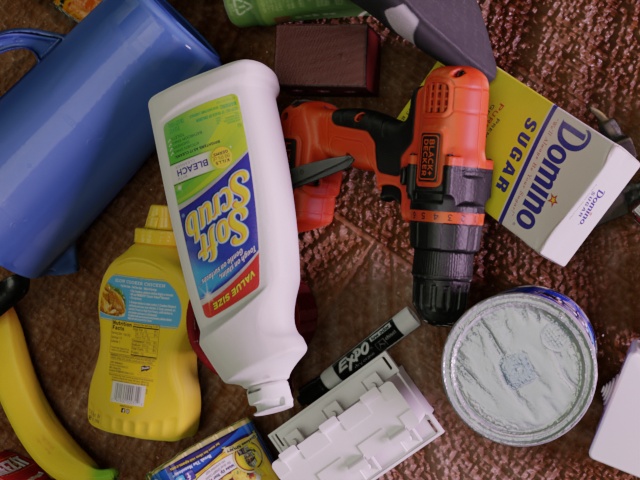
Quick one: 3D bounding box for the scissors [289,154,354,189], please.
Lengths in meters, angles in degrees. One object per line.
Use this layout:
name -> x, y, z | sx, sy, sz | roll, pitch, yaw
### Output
scissors -> -0.049, -0.022, 0.850 | 0.202, 0.016, 0.096 | 5, 103, 41

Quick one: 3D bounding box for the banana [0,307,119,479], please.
banana -> -0.244, 0.144, 0.930 | 0.070, 0.037, 0.198 | -44, 73, 16

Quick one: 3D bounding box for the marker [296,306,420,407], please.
marker -> 0.029, 0.097, 0.869 | 0.121, 0.020, 0.020 | -39, 81, 12

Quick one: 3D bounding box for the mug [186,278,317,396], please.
mug -> -0.046, 0.073, 0.857 | 0.093, 0.081, 0.117 | -23, 84, 14

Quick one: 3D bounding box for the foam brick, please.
foam brick -> 0.006, -0.144, 0.858 | 0.078, 0.053, 0.051 | 3, 91, 15

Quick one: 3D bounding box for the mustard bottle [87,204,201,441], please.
mustard bottle -> -0.142, 0.066, 0.894 | 0.096, 0.058, 0.191 | 6, 91, 26

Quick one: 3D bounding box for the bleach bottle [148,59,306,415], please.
bleach bottle -> -0.055, 0.001, 0.787 | 0.103, 0.068, 0.251 | -19, 75, 18

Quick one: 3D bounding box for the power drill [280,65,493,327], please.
power drill -> 0.045, -0.036, 0.803 | 0.188, 0.057, 0.184 | 7, 92, 45

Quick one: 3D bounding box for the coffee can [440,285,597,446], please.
coffee can -> 0.148, 0.086, 0.775 | 0.103, 0.140, 0.103 | 0, 90, 15

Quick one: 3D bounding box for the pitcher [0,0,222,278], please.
pitcher -> -0.206, -0.101, 0.874 | 0.243, 0.149, 0.145 | -45, 62, 7

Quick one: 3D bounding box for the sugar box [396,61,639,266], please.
sugar box -> 0.137, -0.068, 0.789 | 0.093, 0.048, 0.176 | -56, 48, 10

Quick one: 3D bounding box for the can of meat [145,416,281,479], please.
can of meat -> -0.079, 0.202, 0.860 | 0.101, 0.058, 0.084 | -25, 78, -30
